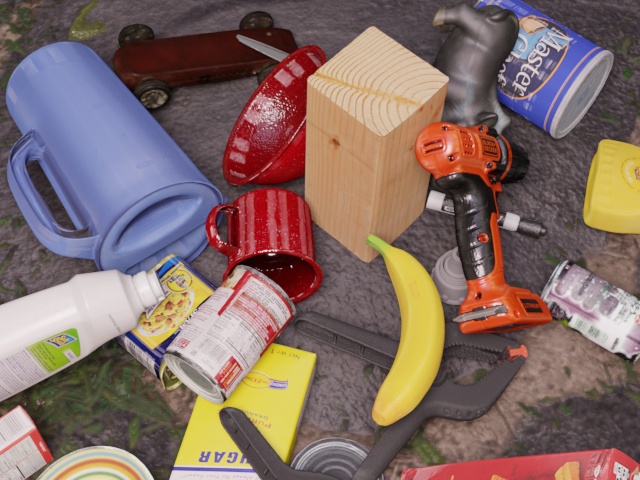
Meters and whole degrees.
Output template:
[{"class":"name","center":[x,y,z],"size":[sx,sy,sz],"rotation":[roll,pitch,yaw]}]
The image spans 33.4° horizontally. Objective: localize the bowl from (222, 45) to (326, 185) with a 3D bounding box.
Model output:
[{"class":"bowl","center":[-0.029,-0.113,1.066],"size":[0.055,0.162,0.162],"rotation":[32,55,-26]}]

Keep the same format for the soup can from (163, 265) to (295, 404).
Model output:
[{"class":"soup can","center":[-0.078,0.081,0.915],"size":[0.068,0.068,0.102],"rotation":[31,65,17]}]

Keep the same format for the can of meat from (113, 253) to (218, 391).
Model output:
[{"class":"can of meat","center":[-0.136,0.073,0.980],"size":[0.084,0.057,0.102],"rotation":[37,65,22]}]

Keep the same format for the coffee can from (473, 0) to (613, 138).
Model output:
[{"class":"coffee can","center":[0.219,-0.186,1.119],"size":[0.140,0.103,0.102],"rotation":[36,64,19]}]

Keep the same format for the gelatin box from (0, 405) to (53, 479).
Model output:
[{"class":"gelatin box","center":[-0.276,0.187,0.897],"size":[0.089,0.073,0.030],"rotation":[-34,64,-19]}]

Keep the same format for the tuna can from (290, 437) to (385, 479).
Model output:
[{"class":"tuna can","center":[0.013,0.212,0.909],"size":[0.086,0.034,0.086],"rotation":[0,58,-1]}]

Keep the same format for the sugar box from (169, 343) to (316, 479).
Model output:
[{"class":"sugar box","center":[-0.069,0.172,0.926],"size":[0.093,0.048,0.176],"rotation":[12,58,7]}]

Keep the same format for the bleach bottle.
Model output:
[{"class":"bleach bottle","center":[-0.253,0.089,0.920],"size":[0.250,0.102,0.068],"rotation":[-23,64,-5]}]

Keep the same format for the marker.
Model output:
[{"class":"marker","center":[0.166,-0.025,1.068],"size":[0.121,0.020,0.020],"rotation":[16,59,9]}]

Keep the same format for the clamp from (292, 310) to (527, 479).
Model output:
[{"class":"clamp","center":[0.090,0.130,0.938],"size":[0.209,0.036,0.164],"rotation":[-2,59,-18]}]

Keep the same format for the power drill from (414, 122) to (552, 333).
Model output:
[{"class":"power drill","center":[0.156,-0.012,0.967],"size":[0.057,0.184,0.187],"rotation":[-19,78,33]}]

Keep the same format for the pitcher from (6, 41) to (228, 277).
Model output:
[{"class":"pitcher","center":[-0.217,-0.080,1.030],"size":[0.145,0.149,0.243],"rotation":[-42,61,4]}]

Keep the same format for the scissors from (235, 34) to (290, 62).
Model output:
[{"class":"scissors","center":[0.004,-0.156,1.123],"size":[0.201,0.016,0.096],"rotation":[10,66,-11]}]

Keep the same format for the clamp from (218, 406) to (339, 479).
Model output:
[{"class":"clamp","center":[-0.029,0.204,0.863],"size":[0.171,0.039,0.120],"rotation":[19,54,-5]}]

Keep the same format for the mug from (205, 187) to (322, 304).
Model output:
[{"class":"mug","center":[-0.057,0.001,1.000],"size":[0.117,0.093,0.081],"rotation":[20,47,-29]}]

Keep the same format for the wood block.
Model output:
[{"class":"wood block","center":[0.046,-0.082,0.991],"size":[0.091,0.206,0.090],"rotation":[39,65,20]}]

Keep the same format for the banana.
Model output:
[{"class":"banana","center":[0.075,0.078,0.925],"size":[0.069,0.037,0.198],"rotation":[4,47,-5]}]
